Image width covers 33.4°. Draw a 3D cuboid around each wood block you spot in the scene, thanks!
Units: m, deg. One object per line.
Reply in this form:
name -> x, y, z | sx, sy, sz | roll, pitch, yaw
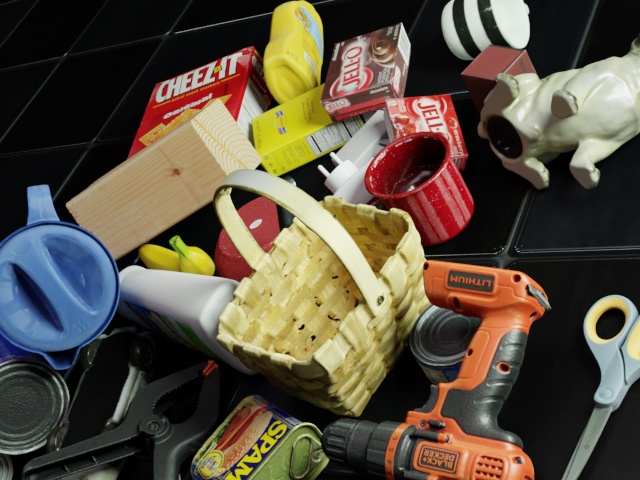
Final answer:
wood block -> -0.185, -0.067, 1.254 | 0.206, 0.091, 0.090 | -29, 13, 28

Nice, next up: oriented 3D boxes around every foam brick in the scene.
foam brick -> 0.195, -0.158, 1.121 | 0.053, 0.078, 0.051 | -46, 37, -19

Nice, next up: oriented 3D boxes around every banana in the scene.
banana -> -0.156, 0.024, 1.189 | 0.037, 0.069, 0.198 | -39, 9, -19

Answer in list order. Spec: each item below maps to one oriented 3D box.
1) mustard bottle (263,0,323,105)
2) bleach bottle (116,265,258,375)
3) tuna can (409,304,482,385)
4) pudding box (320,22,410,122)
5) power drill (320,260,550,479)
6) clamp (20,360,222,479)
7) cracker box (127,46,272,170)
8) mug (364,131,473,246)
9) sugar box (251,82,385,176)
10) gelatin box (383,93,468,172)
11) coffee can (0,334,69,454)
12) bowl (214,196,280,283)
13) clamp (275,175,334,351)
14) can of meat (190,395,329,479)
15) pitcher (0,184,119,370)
mustard bottle -> -0.031, -0.255, 1.390 | 0.058, 0.096, 0.191 | -19, 39, 22
bleach bottle -> -0.149, 0.075, 1.129 | 0.251, 0.102, 0.068 | 7, 55, 52
tuna can -> 0.122, 0.087, 0.939 | 0.086, 0.033, 0.086 | -21, 38, 18
pudding box -> 0.054, -0.193, 1.230 | 0.090, 0.039, 0.113 | -12, 41, 25
power drill -> 0.099, 0.113, 0.869 | 0.185, 0.057, 0.187 | 7, 73, 32
clamp -> -0.166, 0.187, 1.006 | 0.165, 0.036, 0.209 | 16, 42, 17
cracker box -> -0.157, -0.146, 1.387 | 0.164, 0.072, 0.213 | -17, 39, 23
mug -> 0.093, -0.041, 1.065 | 0.117, 0.081, 0.093 | -38, 36, -4
sugar box -> 0.005, -0.147, 1.284 | 0.176, 0.048, 0.093 | -27, 37, 12
gelatin box -> 0.111, -0.113, 1.134 | 0.073, 0.030, 0.089 | -5, 57, -7
coffee can -> -0.337, 0.156, 1.143 | 0.102, 0.102, 0.140 | -44, 27, -12
bowl -> -0.058, 0.001, 1.159 | 0.162, 0.055, 0.162 | -21, 38, 17
clamp -> -0.005, 0.031, 1.062 | 0.039, 0.120, 0.171 | -8, 70, 62
can of meat -> -0.055, 0.194, 0.941 | 0.102, 0.057, 0.084 | -48, 36, -16
pitcher -> -0.295, 0.039, 1.165 | 0.149, 0.145, 0.243 | -56, 11, -9
